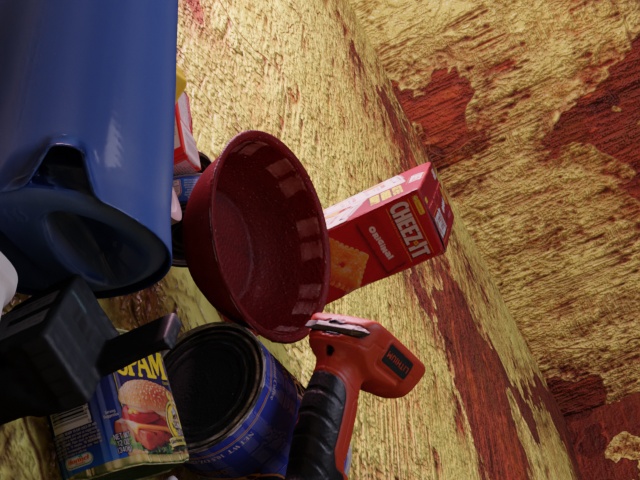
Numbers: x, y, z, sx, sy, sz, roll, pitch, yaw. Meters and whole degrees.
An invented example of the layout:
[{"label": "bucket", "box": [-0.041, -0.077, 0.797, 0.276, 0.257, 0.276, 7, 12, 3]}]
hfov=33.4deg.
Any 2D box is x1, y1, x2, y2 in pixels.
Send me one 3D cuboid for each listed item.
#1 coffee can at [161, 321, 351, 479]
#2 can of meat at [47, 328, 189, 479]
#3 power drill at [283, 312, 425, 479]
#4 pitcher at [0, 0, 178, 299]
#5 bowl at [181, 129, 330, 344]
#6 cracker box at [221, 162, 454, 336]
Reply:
[{"label": "coffee can", "box": [-0.052, 0.138, 0.784, 0.140, 0.103, 0.103, 52, 20, -44]}, {"label": "can of meat", "box": [-0.127, 0.105, 0.658, 0.102, 0.057, 0.084, 31, 40, -70]}, {"label": "power drill", "box": [0.016, 0.158, 0.742, 0.184, 0.057, 0.187, 46, 56, -51]}, {"label": "pitcher", "box": [-0.151, -0.090, 0.651, 0.144, 0.149, 0.243, 39, 45, -49]}, {"label": "bowl", "box": [-0.055, 0.001, 0.805, 0.161, 0.055, 0.162, 28, 57, -54]}, {"label": "cracker box", "box": [0.017, 0.010, 1.017, 0.072, 0.214, 0.164, 64, 14, -8]}]
